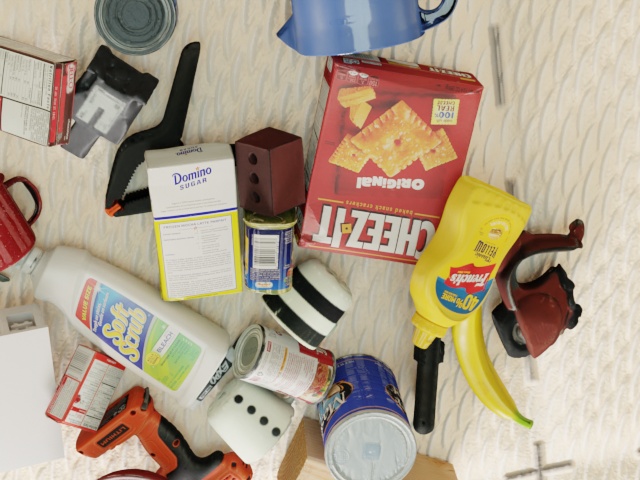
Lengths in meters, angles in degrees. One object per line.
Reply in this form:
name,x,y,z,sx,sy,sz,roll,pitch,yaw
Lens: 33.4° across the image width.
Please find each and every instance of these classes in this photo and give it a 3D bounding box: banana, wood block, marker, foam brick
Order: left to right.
marker,-0.119,0.153,1.266,0.020,0.020,0.121,37,103,-17
foam brick,-0.053,-0.073,1.127,0.051,0.053,0.078,-25,122,-40
wood block,0.059,0.303,1.301,0.206,0.091,0.090,19,109,-12
banana,0.193,0.137,1.267,0.070,0.037,0.198,-13,110,40

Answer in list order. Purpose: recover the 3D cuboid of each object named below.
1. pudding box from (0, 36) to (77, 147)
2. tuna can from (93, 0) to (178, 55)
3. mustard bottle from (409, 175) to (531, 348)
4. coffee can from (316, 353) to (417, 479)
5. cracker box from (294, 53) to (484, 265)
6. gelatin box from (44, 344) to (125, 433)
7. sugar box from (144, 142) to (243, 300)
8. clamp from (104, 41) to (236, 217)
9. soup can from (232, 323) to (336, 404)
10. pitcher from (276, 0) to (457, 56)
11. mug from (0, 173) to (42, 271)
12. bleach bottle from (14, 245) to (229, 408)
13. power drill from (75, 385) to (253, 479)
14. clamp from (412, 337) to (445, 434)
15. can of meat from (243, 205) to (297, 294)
pudding box,-0.305,-0.154,1.095,0.114,0.039,0.090,19,110,22
tuna can,-0.190,-0.235,1.103,0.086,0.034,0.086,-2,111,-4
mustard bottle,0.149,0.030,1.158,0.096,0.058,0.192,19,102,-39
coffee can,0.050,0.208,1.237,0.102,0.140,0.103,-2,111,-5
cracker box,0.070,-0.087,1.163,0.164,0.072,0.214,9,111,-8
gelatin box,-0.267,0.169,1.214,0.030,0.073,0.089,20,80,25
sugar box,-0.136,-0.019,1.163,0.093,0.048,0.176,-7,123,-10
clamp,-0.158,-0.105,1.152,0.210,0.036,0.164,-32,117,8
soup can,-0.042,0.143,1.231,0.102,0.068,0.068,24,107,-27
pitcher,0.034,-0.309,1.047,0.149,0.145,0.243,-20,112,-31
mug,-0.352,-0.021,1.150,0.117,0.093,0.081,-41,119,-28
bleach bottle,-0.232,0.086,1.209,0.250,0.068,0.103,32,105,-13
power drill,-0.203,0.279,1.289,0.184,0.057,0.187,-40,111,10
clamp,0.125,0.137,1.233,0.039,0.120,0.171,1,107,1
can of meat,-0.058,0.001,1.170,0.057,0.102,0.084,1,113,-6
